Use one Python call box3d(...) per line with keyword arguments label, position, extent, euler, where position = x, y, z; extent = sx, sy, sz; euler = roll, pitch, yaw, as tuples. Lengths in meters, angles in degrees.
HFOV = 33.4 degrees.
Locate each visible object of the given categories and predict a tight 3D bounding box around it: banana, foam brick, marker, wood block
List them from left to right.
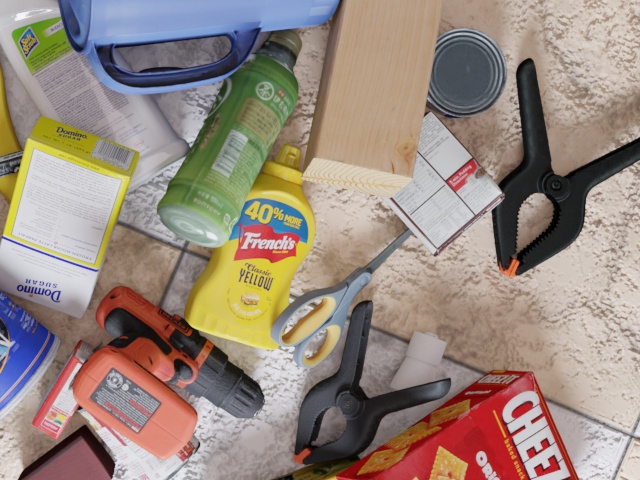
box3d(label="banana", position=(-0.281, -0.084, 0.992), extent=(0.069, 0.037, 0.198), euler=(-34, 97, -10))
box3d(label="marker", position=(-0.259, -0.074, 0.954), extent=(0.121, 0.020, 0.020), euler=(-15, 95, 11))
box3d(label="foam brick", position=(-0.239, 0.221, 1.007), extent=(0.078, 0.053, 0.051), euler=(-37, 97, -3))
box3d(label="wood block", position=(0.050, -0.154, 0.981), extent=(0.090, 0.090, 0.206), euler=(12, 79, -7))

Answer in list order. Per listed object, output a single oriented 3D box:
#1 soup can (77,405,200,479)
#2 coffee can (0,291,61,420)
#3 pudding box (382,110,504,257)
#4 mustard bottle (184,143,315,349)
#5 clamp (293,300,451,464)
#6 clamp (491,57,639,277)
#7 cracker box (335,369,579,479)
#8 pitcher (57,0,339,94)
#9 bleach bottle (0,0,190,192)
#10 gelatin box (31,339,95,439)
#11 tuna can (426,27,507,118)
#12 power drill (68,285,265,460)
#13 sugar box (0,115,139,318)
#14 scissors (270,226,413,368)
box3d(label="soup can", position=(-0.170, 0.175, 1.006), extent=(0.068, 0.068, 0.102), euler=(-40, 98, -4))
box3d(label="coffee can", position=(-0.319, 0.084, 0.952), extent=(0.140, 0.103, 0.103), euler=(43, 87, -18))
box3d(label="pudding box", position=(0.109, -0.055, 1.032), extent=(0.090, 0.039, 0.113), euler=(-40, 80, -2))
box3d(label="mustard bottle", position=(-0.056, 0.001, 1.014), extent=(0.096, 0.058, 0.191), euler=(18, 90, -17))
box3d(label="clamp", position=(0.043, 0.157, 1.026), extent=(0.120, 0.039, 0.171), euler=(37, 103, 26))
box3d(label="clamp", position=(0.241, -0.056, 1.059), extent=(0.164, 0.036, 0.210), euler=(19, 93, -2))
box3d(label="cracker box", position=(0.142, 0.243, 1.013), extent=(0.213, 0.072, 0.164), euler=(-28, 97, -28))
box3d(label="pitcher", position=(-0.105, -0.228, 0.939), extent=(0.242, 0.145, 0.149), euler=(-8, 130, -24))
box3d(label="bleach bottle", position=(-0.226, -0.163, 0.982), extent=(0.102, 0.068, 0.251), euler=(-31, 95, -4))
box3d(label="gelatin box", position=(-0.231, 0.136, 0.984), extent=(0.030, 0.089, 0.073), euler=(32, 89, -10))
box3d(label="tuna can", position=(0.136, -0.163, 1.042), extent=(0.086, 0.034, 0.086), euler=(0, 93, -7))
box3d(label="power drill", position=(-0.135, 0.124, 0.949), extent=(0.184, 0.187, 0.057), euler=(34, 100, -5))
box3d(label="sugar box", position=(-0.231, -0.017, 0.955), extent=(0.093, 0.048, 0.176), euler=(21, 128, -8))
box3d(label="scissors", position=(0.035, 0.055, 1.045), extent=(0.201, 0.016, 0.096), euler=(-31, 135, -26))
